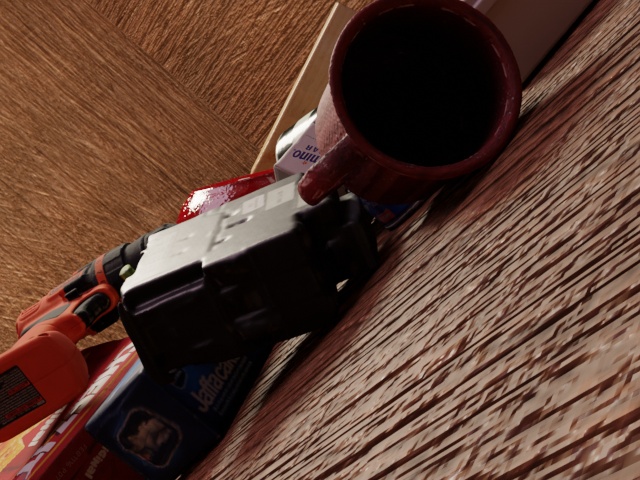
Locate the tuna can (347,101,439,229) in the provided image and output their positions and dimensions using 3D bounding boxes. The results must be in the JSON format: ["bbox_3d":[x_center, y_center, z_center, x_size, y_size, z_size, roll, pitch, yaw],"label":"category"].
[{"bbox_3d":[0.055,-0.049,0.622,0.086,0.033,0.086,-49,5,5],"label":"tuna can"}]

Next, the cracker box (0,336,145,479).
[{"bbox_3d":[-0.193,0.155,0.832,0.214,0.072,0.164,-20,28,54],"label":"cracker box"}]

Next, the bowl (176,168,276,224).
[{"bbox_3d":[-0.063,-0.028,0.938,0.162,0.055,0.162,-14,6,1],"label":"bowl"}]

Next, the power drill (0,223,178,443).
[{"bbox_3d":[-0.186,0.066,0.825,0.185,0.057,0.187,-33,12,20],"label":"power drill"}]

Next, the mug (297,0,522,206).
[{"bbox_3d":[0.035,-0.057,0.531,0.117,0.093,0.081,-44,-2,-15],"label":"mug"}]

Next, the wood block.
[{"bbox_3d":[0.010,-0.144,1.153,0.206,0.090,0.091,-62,7,10],"label":"wood block"}]
